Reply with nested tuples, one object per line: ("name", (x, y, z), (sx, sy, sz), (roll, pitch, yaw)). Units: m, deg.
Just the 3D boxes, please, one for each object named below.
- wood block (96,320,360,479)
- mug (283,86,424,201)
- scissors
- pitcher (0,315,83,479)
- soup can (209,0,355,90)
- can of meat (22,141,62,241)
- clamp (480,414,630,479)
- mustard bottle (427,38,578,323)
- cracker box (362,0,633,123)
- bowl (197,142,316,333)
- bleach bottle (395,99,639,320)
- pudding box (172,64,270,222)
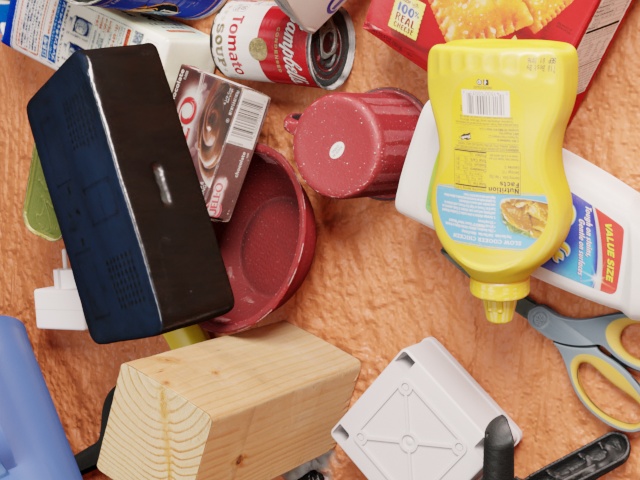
("wood block", (-0.065, 0.136, 0.849), (0.090, 0.205, 0.091), (25, 108, 28))
("mug", (0.022, -0.079, 0.841), (0.117, 0.081, 0.093), (26, 109, 28))
("scissors", (0.183, 0.050, 0.792), (0.096, 0.016, 0.202), (-48, 70, 26))
("pitcher", (-0.310, 0.199, 1.028), (0.145, 0.148, 0.243), (-47, 62, 31))
("soup can", (-0.032, -0.162, 0.876), (0.102, 0.068, 0.068), (11, 102, 32))
("can of meat", (-0.224, -0.055, 1.002), (0.058, 0.083, 0.102), (22, 107, 29))
("clamp", (0.152, 0.192, 0.796), (0.039, 0.120, 0.172), (-98, 21, -47))
("mustard bottle", (0.121, -0.036, 0.715), (0.096, 0.058, 0.192), (8, 109, 31))
("cracker box", (0.135, -0.201, 0.729), (0.164, 0.071, 0.214), (40, 133, 23))
("bowl", (-0.056, 0.001, 0.903), (0.162, 0.055, 0.162), (-11, 73, 40))
("bleach bottle", (0.180, -0.017, 0.759), (0.251, 0.067, 0.103), (26, 112, 26))
("pudding box", (-0.097, -0.082, 0.894), (0.090, 0.039, 0.113), (26, 98, 42))
